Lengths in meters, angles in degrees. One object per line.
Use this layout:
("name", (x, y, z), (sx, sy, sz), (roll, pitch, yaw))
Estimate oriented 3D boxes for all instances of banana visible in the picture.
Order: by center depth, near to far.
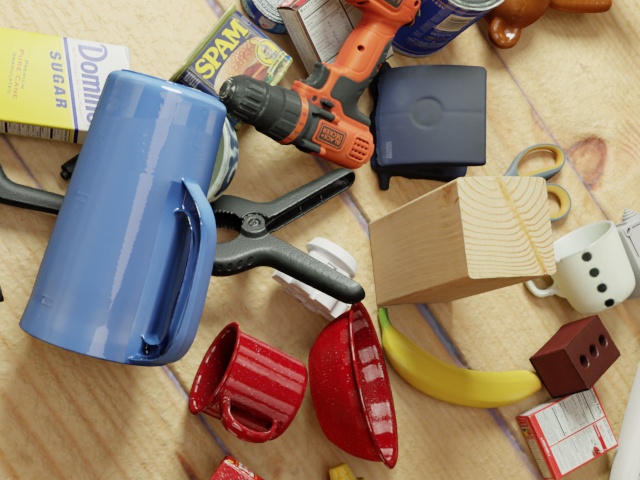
("banana", (0.140, 0.134, 1.092), (0.197, 0.037, 0.069), (25, 73, -14))

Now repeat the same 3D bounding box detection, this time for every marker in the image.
("marker", (-0.201, -0.098, 1.024), (0.121, 0.020, 0.020), (-43, 96, -21))

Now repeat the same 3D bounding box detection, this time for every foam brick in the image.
("foam brick", (0.267, 0.122, 1.119), (0.078, 0.051, 0.053), (-35, 94, -42))

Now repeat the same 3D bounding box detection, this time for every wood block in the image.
("wood block", (0.128, 0.005, 1.020), (0.090, 0.206, 0.091), (-2, 80, -20))

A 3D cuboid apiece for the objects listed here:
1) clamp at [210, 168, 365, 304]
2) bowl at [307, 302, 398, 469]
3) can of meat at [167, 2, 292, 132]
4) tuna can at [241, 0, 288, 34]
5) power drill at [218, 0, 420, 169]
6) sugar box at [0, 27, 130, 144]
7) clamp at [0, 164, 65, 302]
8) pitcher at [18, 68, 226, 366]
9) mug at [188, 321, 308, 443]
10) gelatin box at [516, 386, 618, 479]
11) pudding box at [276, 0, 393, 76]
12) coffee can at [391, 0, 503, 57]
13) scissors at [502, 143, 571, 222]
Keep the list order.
("clamp", (-0.057, 0.001, 1.013), (0.210, 0.036, 0.164), (-6, 48, -7))
("bowl", (0.028, 0.140, 1.010), (0.055, 0.162, 0.162), (-13, 84, 12))
("can of meat", (-0.088, -0.168, 1.056), (0.084, 0.058, 0.102), (40, 71, -12))
("tuna can", (-0.039, -0.257, 1.101), (0.086, 0.034, 0.086), (3, 80, -19))
("power drill", (0.005, -0.176, 1.028), (0.184, 0.057, 0.188), (20, 97, -41))
("sugar box", (-0.267, -0.144, 0.985), (0.176, 0.048, 0.093), (5, 74, -11))
("clamp", (-0.301, -0.043, 0.970), (0.120, 0.039, 0.171), (-40, 97, -26))
("pitcher", (-0.157, -0.016, 0.923), (0.149, 0.145, 0.243), (17, 93, -5))
("mug", (-0.065, 0.141, 0.983), (0.081, 0.117, 0.093), (28, 115, -18))
("gelatin box", (0.262, 0.201, 1.127), (0.089, 0.030, 0.073), (-23, 87, -22))
("pudding box", (0.017, -0.213, 1.086), (0.090, 0.039, 0.113), (-40, 123, -20))
("coffee can", (0.123, -0.260, 1.100), (0.102, 0.140, 0.103), (3, 79, -19))
("scissors", (0.195, -0.038, 1.151), (0.201, 0.016, 0.096), (-30, 93, -23))
